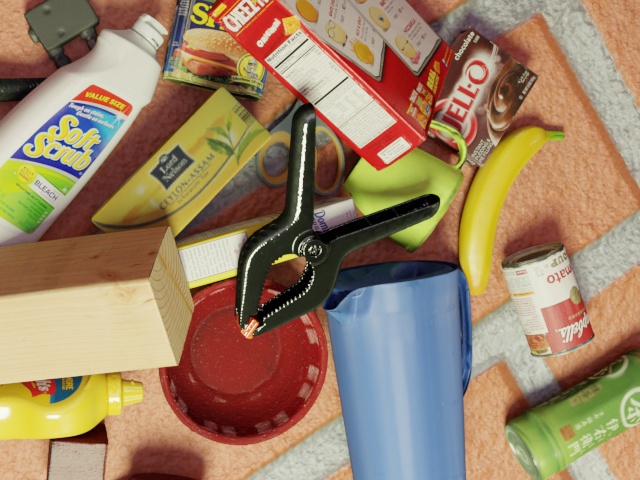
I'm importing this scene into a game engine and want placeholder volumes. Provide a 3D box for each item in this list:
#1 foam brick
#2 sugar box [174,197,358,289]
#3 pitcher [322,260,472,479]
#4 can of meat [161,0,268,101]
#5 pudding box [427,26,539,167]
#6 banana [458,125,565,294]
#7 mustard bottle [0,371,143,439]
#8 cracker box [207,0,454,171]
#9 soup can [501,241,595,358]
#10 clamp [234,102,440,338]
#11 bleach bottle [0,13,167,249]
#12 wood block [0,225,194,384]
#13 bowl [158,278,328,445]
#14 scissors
[{"bbox_3d":[-0.225,0.201,0.985,0.051,0.078,0.053,5,93,-14],"label":"foam brick"},{"bbox_3d":[-0.057,0.002,1.008,0.176,0.093,0.048,-14,96,-12],"label":"sugar box"},{"bbox_3d":[0.085,0.140,1.037,0.149,0.145,0.243,-6,97,1],"label":"pitcher"},{"bbox_3d":[-0.095,-0.183,1.011,0.102,0.057,0.084,12,92,-14],"label":"can of meat"},{"bbox_3d":[0.152,-0.144,1.078,0.090,0.039,0.113,33,85,-12],"label":"pudding box"},{"bbox_3d":[0.183,-0.043,1.090,0.069,0.037,0.198,30,85,-12],"label":"banana"},{"bbox_3d":[-0.257,0.142,0.966,0.191,0.096,0.058,-1,113,-14],"label":"mustard bottle"},{"bbox_3d":[0.016,-0.188,0.978,0.213,0.072,0.164,41,40,-16],"label":"cracker box"},{"bbox_3d":[0.232,0.060,1.089,0.068,0.068,0.102,-21,97,-11],"label":"soup can"},{"bbox_3d":[0.000,0.002,0.950,0.164,0.036,0.210,26,102,-23],"label":"clamp"},{"bbox_3d":[-0.233,-0.107,0.968,0.251,0.068,0.102,-52,128,-7],"label":"bleach bottle"},{"bbox_3d":[-0.224,0.057,0.911,0.206,0.090,0.091,-7,121,9],"label":"wood block"},{"bbox_3d":[-0.077,0.111,1.023,0.162,0.055,0.162,-2,98,-14],"label":"bowl"},{"bbox_3d":[-0.030,-0.138,1.048,0.096,0.016,0.202,-13,88,-5],"label":"scissors"}]
